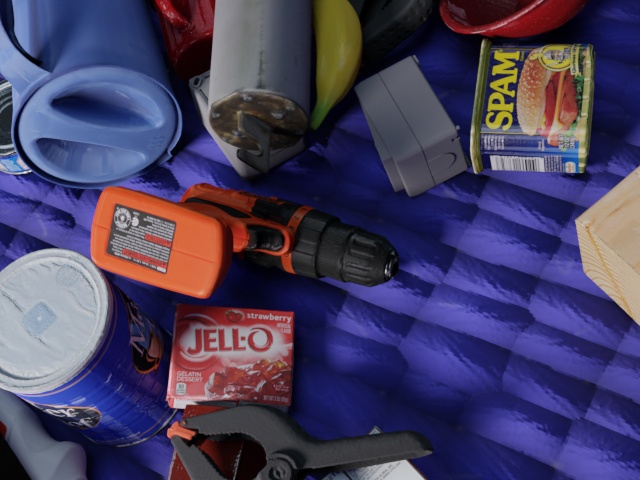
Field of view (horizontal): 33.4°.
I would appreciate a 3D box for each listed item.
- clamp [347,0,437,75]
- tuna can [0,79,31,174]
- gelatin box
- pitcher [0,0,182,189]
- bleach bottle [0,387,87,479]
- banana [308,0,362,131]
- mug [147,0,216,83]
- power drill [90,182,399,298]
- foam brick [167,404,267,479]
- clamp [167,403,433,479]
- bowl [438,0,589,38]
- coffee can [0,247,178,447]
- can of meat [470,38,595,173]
[{"bbox_3d":[0.084,-0.229,0.875,0.165,0.036,0.210,22,82,52],"label":"clamp"},{"bbox_3d":[-0.268,-0.104,0.953,0.086,0.033,0.086,-7,63,14],"label":"tuna can"},{"bbox_3d":[-0.065,0.086,0.778,0.089,0.030,0.073,6,63,-7],"label":"gelatin box"},{"bbox_3d":[-0.207,-0.177,0.899,0.144,0.149,0.243,-7,51,-15],"label":"pitcher"},{"bbox_3d":[-0.264,0.144,0.814,0.251,0.068,0.102,21,73,23],"label":"bleach bottle"},{"bbox_3d":[-0.001,-0.169,0.862,0.070,0.037,0.198,-30,38,16],"label":"banana"},{"bbox_3d":[-0.100,-0.189,0.898,0.093,0.117,0.081,-27,63,21],"label":"mug"},{"bbox_3d":[-0.055,0.001,0.752,0.185,0.187,0.057,14,98,24],"label":"power drill"},{"bbox_3d":[-0.071,0.160,0.749,0.053,0.051,0.078,3,65,20],"label":"foam brick"},{"bbox_3d":[-0.014,0.148,0.694,0.171,0.039,0.120,29,68,16],"label":"clamp"},{"bbox_3d":[0.171,-0.214,0.834,0.162,0.055,0.162,-35,37,30],"label":"bowl"},{"bbox_3d":[-0.168,0.081,0.767,0.103,0.140,0.103,-7,63,14],"label":"coffee can"},{"bbox_3d":[0.161,-0.100,0.803,0.084,0.057,0.102,4,66,16],"label":"can of meat"}]
